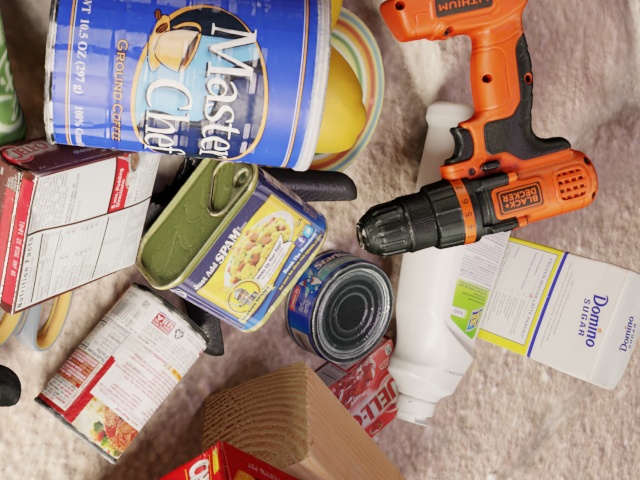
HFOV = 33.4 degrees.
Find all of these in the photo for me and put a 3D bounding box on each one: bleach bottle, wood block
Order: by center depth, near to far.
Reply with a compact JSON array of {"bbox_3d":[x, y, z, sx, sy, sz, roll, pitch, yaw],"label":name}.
[{"bbox_3d":[0.002,0.197,0.815,0.090,0.091,0.206,-23,129,18],"label":"wood block"},{"bbox_3d":[0.101,0.023,0.858,0.102,0.068,0.251,19,86,-48],"label":"bleach bottle"}]

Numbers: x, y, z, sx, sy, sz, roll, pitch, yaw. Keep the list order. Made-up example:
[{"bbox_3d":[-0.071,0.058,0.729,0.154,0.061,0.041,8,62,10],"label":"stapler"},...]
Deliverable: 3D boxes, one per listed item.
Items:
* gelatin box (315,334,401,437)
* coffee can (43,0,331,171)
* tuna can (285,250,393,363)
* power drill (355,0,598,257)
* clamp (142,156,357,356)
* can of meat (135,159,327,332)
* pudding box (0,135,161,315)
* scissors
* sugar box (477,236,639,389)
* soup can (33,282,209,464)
[{"bbox_3d":[0.030,0.128,0.877,0.089,0.030,0.073,-35,124,-26],"label":"gelatin box"},{"bbox_3d":[-0.071,-0.096,0.578,0.140,0.103,0.103,5,102,-8],"label":"coffee can"},{"bbox_3d":[0.016,0.053,0.839,0.085,0.034,0.086,-13,112,-36],"label":"tuna can"},{"bbox_3d":[0.099,-0.090,0.782,0.184,0.057,0.187,-15,99,-8],"label":"power drill"},{"bbox_3d":[-0.076,-0.034,0.725,0.164,0.036,0.209,-45,126,-5],"label":"clamp"},{"bbox_3d":[-0.055,0.001,0.695,0.102,0.058,0.083,-52,132,3],"label":"can of meat"},{"bbox_3d":[-0.146,-0.016,0.620,0.113,0.039,0.090,-23,137,-56],"label":"pudding box"},{"bbox_3d":[-0.175,-0.015,0.636,0.096,0.016,0.202,-34,139,-54],"label":"scissors"},{"bbox_3d":[0.179,0.051,0.877,0.048,0.176,0.093,21,90,-41],"label":"sugar box"},{"bbox_3d":[-0.130,0.087,0.707,0.102,0.069,0.068,-52,129,-15],"label":"soup can"}]
